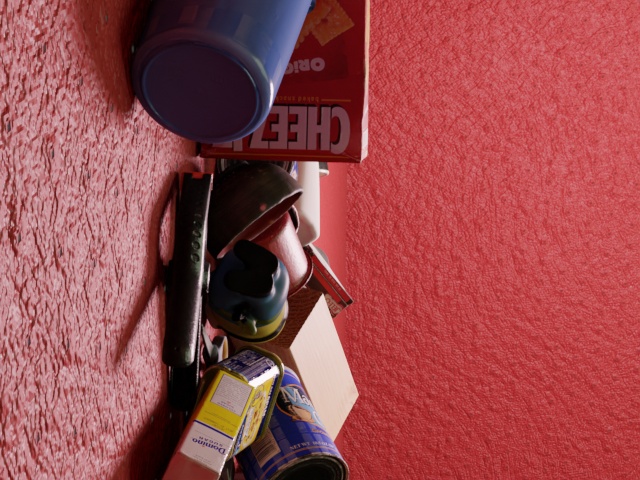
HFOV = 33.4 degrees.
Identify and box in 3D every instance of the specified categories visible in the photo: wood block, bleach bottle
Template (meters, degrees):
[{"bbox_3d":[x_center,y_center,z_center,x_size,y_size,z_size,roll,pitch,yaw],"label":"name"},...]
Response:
[{"bbox_3d":[-0.030,0.154,1.321,0.090,0.090,0.206,-59,147,-34],"label":"wood block"},{"bbox_3d":[-0.053,-0.094,1.343,0.068,0.103,0.251,55,24,-41],"label":"bleach bottle"}]

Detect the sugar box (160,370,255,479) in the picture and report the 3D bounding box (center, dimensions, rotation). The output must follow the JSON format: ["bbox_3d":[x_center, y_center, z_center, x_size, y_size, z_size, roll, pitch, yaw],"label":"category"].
[{"bbox_3d":[-0.106,0.188,0.921,0.093,0.048,0.176,-63,179,15],"label":"sugar box"}]

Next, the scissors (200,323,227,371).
[{"bbox_3d":[-0.112,0.133,1.073,0.202,0.016,0.096,77,19,-84],"label":"scissors"}]

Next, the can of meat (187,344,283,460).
[{"bbox_3d":[-0.086,0.162,1.052,0.083,0.057,0.102,-19,129,-69],"label":"can of meat"}]

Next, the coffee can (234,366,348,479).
[{"bbox_3d":[-0.044,0.217,1.148,0.140,0.102,0.103,-124,-156,-46],"label":"coffee can"}]

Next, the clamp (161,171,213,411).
[{"bbox_3d":[-0.116,0.041,0.935,0.165,0.036,0.210,103,-11,-61],"label":"clamp"}]

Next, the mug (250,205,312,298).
[{"bbox_3d":[-0.058,0.001,1.185,0.117,0.093,0.081,-54,140,-34],"label":"mug"}]

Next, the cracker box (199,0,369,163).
[{"bbox_3d":[-0.035,-0.185,1.037,0.072,0.164,0.214,-55,147,-77],"label":"cracker box"}]

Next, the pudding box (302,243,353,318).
[{"bbox_3d":[-0.011,0.037,1.324,0.090,0.039,0.113,52,2,-23],"label":"pudding box"}]

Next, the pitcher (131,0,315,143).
[{"bbox_3d":[-0.078,-0.200,0.860,0.145,0.149,0.242,108,-5,-46],"label":"pitcher"}]
